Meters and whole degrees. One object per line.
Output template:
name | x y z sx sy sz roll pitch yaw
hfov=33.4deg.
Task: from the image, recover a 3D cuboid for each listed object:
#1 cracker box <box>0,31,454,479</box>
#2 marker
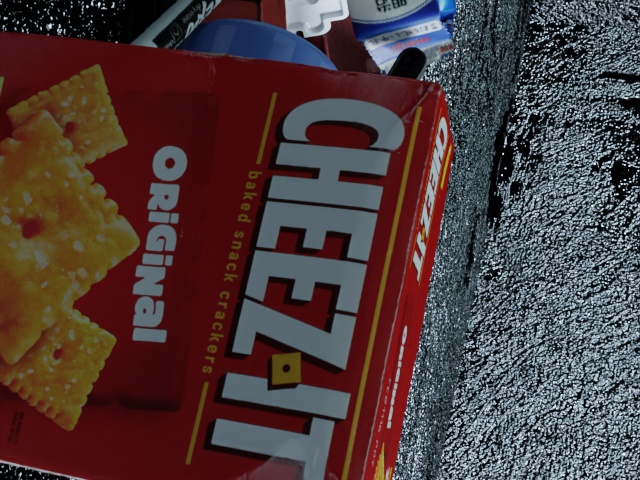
cracker box | -0.069 0.011 0.409 0.072 0.214 0.164 56 45 -70
marker | -0.074 -0.127 0.595 0.121 0.020 0.020 -57 153 -43
